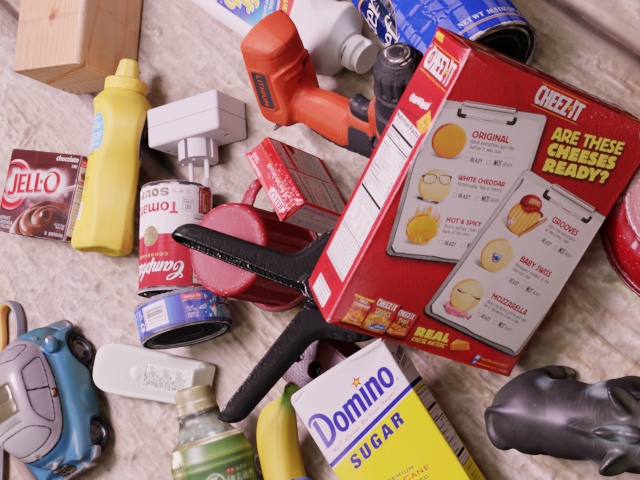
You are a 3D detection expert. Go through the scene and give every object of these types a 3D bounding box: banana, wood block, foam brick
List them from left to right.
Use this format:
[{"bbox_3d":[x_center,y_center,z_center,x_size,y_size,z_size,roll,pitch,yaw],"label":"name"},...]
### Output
[{"bbox_3d":[-0.243,-0.265,1.095,0.091,0.090,0.206,-1,81,31],"label":"wood block"},{"bbox_3d":[-0.019,0.217,0.885,0.070,0.037,0.198,157,98,-71],"label":"banana"},{"bbox_3d":[0.008,0.109,0.893,0.078,0.051,0.053,39,103,31],"label":"foam brick"}]

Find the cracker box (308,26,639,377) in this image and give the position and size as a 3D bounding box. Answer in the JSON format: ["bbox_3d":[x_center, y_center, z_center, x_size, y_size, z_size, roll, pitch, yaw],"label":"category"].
[{"bbox_3d":[0.110,-0.022,0.765,0.214,0.164,0.072,-63,25,18],"label":"cracker box"}]

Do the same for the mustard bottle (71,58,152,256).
[{"bbox_3d":[-0.200,-0.083,1.042,0.096,0.058,0.191,164,114,-74],"label":"mustard bottle"}]

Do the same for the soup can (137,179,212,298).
[{"bbox_3d":[-0.135,0.001,0.993,0.069,0.068,0.102,-7,77,31],"label":"soup can"}]

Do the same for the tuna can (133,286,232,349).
[{"bbox_3d":[-0.123,0.071,0.963,0.086,0.086,0.034,-23,72,27],"label":"tuna can"}]

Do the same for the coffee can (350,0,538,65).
[{"bbox_3d":[0.093,-0.184,0.861,0.103,0.102,0.140,-41,63,20],"label":"coffee can"}]

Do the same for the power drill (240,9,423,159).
[{"bbox_3d":[0.021,-0.113,0.851,0.188,0.184,0.057,36,68,31],"label":"power drill"}]

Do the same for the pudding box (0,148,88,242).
[{"bbox_3d":[-0.283,-0.046,1.111,0.114,0.039,0.090,8,85,33],"label":"pudding box"}]

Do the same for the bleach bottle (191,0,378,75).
[{"bbox_3d":[-0.043,-0.230,0.980,0.251,0.068,0.103,37,104,29],"label":"bleach bottle"}]

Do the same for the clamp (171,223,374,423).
[{"bbox_3d":[-0.006,0.053,0.856,0.210,0.036,0.164,-8,76,-6],"label":"clamp"}]

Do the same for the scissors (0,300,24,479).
[{"bbox_3d":[-0.354,0.162,1.134,0.096,0.016,0.202,4,84,34],"label":"scissors"}]

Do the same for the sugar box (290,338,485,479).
[{"bbox_3d":[0.062,0.169,0.820,0.093,0.048,0.176,-35,86,17],"label":"sugar box"}]

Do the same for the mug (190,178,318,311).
[{"bbox_3d":[-0.056,0.001,0.935,0.093,0.081,0.117,16,90,33],"label":"mug"}]

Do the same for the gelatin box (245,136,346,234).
[{"bbox_3d":[-0.017,-0.044,0.913,0.030,0.089,0.073,-39,64,21],"label":"gelatin box"}]
